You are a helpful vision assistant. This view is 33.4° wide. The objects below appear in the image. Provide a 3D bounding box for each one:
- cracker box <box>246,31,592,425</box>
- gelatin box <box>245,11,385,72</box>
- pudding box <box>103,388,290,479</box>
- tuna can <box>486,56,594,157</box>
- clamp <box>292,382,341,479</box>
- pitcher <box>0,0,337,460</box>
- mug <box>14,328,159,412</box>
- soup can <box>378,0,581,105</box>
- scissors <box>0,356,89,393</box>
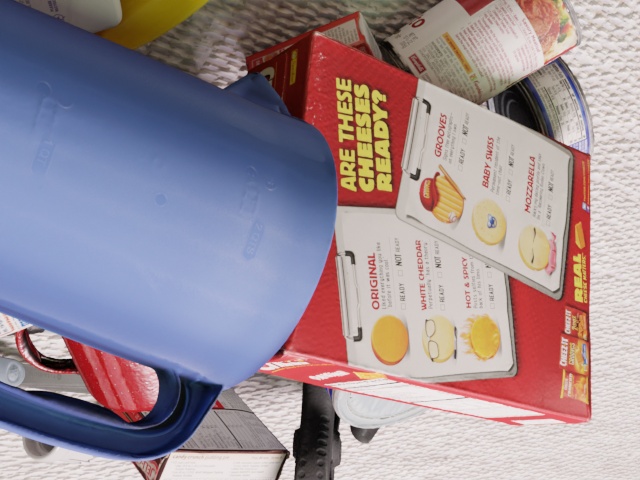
[{"bbox_3d":[0.055,0.005,0.581,0.213,0.164,0.072,17,159,-34],"label":"cracker box"},{"bbox_3d":[0.007,-0.085,0.634,0.073,0.030,0.089,-19,142,14],"label":"gelatin box"},{"bbox_3d":[-0.092,0.143,0.780,0.113,0.090,0.039,9,112,-41],"label":"pudding box"},{"bbox_3d":[0.141,-0.081,0.697,0.033,0.086,0.086,-22,141,-9],"label":"tuna can"},{"bbox_3d":[-0.001,0.158,0.818,0.039,0.171,0.120,0,147,12],"label":"clamp"},{"bbox_3d":[-0.124,-0.022,0.429,0.242,0.149,0.145,22,117,-32],"label":"pitcher"},{"bbox_3d":[-0.128,0.053,0.654,0.117,0.093,0.081,-15,130,-2],"label":"mug"},{"bbox_3d":[0.095,-0.118,0.642,0.102,0.068,0.068,-33,141,3],"label":"soup can"},{"bbox_3d":[-0.209,0.100,0.675,0.016,0.096,0.201,-4,150,29],"label":"scissors"}]
